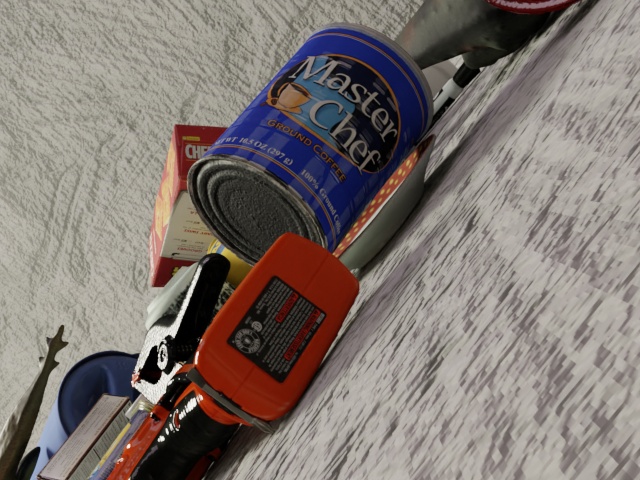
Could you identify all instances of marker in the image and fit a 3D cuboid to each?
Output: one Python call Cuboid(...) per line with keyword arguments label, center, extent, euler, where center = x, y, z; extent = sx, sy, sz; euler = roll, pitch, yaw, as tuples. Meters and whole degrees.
Cuboid(label="marker", center=(0.114, -0.130, 1.037), extent=(0.121, 0.020, 0.020), euler=(-50, 3, 31))

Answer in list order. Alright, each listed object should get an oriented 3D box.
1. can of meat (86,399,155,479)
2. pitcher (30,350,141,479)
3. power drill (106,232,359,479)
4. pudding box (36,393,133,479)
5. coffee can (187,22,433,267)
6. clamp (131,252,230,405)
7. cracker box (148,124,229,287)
Cuboid(label="can of meat", center=(-0.149, 0.182, 0.855), extent=(0.084, 0.057, 0.102), euler=(-55, 3, -22))
Cuboid(label="pitcher", center=(-0.255, 0.241, 1.172), extent=(0.149, 0.145, 0.243), euler=(-9, -29, -34))
Cuboid(label="power drill", center=(-0.048, 0.075, 0.612), extent=(0.184, 0.057, 0.188), euler=(-58, 4, -40))
Cuboid(label="pudding box", center=(-0.204, 0.214, 1.001), extent=(0.039, 0.090, 0.113), euler=(-2, 35, 30))
Cuboid(label="coffee can", center=(-0.004, -0.059, 0.688), extent=(0.140, 0.103, 0.103), euler=(-53, 3, -32))
Cuboid(label="clamp", center=(-0.110, 0.081, 0.864), extent=(0.172, 0.039, 0.120), euler=(-21, 62, 54))
Cuboid(label="cracker box", center=(-0.083, -0.030, 1.098), extent=(0.214, 0.164, 0.072), euler=(116, 151, -56))
